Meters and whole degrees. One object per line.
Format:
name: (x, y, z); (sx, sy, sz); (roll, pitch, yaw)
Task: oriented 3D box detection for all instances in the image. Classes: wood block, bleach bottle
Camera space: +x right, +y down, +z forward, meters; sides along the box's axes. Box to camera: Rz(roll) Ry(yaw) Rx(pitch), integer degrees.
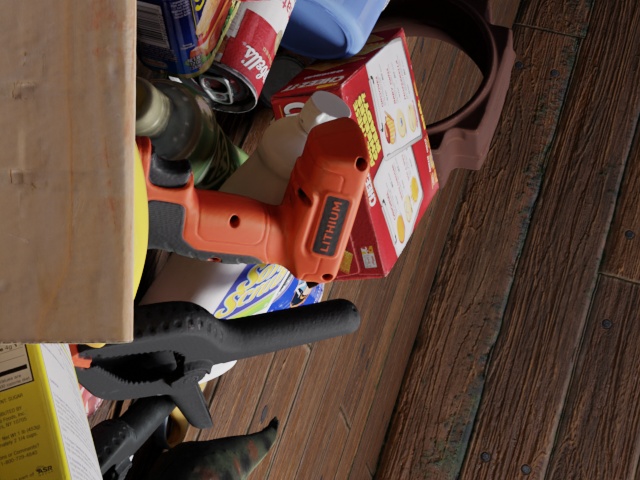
wood block: (-0.121, -0.069, 0.430); (0.091, 0.090, 0.206); (-145, -124, -74)
bleach bottle: (-0.055, 0.001, 0.745); (0.102, 0.068, 0.251); (-15, 147, -47)

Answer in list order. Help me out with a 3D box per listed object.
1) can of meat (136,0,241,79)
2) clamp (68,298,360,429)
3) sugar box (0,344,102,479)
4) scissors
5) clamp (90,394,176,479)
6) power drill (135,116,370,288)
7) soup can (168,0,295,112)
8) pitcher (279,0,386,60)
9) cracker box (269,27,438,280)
can of meat: (-0.087, -0.167, 0.680); (0.084, 0.057, 0.102); (87, 22, -60)
clamp: (-0.079, 0.071, 0.698); (0.209, 0.165, 0.036); (24, 37, -56)
sugar box: (-0.145, 0.069, 0.517); (0.093, 0.048, 0.176); (83, -15, -59)
scissors: (-0.125, 0.106, 0.923); (0.202, 0.016, 0.096); (93, 20, -45)
clamp: (-0.158, 0.166, 0.759); (0.120, 0.039, 0.171); (-65, 169, 11)
power drill: (-0.070, -0.040, 0.625); (0.057, 0.187, 0.185); (-106, -155, -48)
soup can: (-0.062, -0.154, 0.777); (0.068, 0.068, 0.102); (75, 32, -66)
pitcher: (0.026, -0.281, 0.883); (0.149, 0.145, 0.242); (35, 69, -34)
cracker box: (0.036, -0.082, 0.937); (0.213, 0.072, 0.164); (-52, 131, -61)
